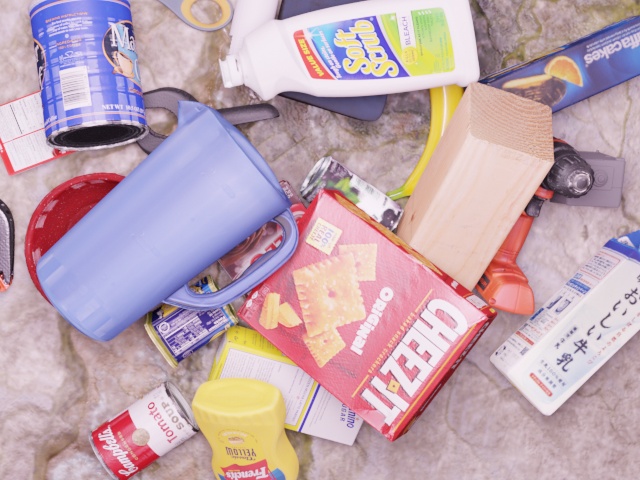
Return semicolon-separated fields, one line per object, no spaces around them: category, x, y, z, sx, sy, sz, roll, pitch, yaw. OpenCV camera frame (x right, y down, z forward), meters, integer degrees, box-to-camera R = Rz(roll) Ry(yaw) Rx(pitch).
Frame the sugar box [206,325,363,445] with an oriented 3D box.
sugar box;-0.033;0.160;1.178;0.176;0.048;0.093;16;118;-11

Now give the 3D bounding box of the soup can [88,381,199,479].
soup can;-0.192;0.209;1.166;0.102;0.068;0.068;-34;101;-2

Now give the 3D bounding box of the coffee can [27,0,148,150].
coffee can;-0.233;-0.171;1.072;0.102;0.103;0.140;-9;83;-6

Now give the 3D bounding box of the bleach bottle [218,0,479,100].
bleach bottle;0.026;-0.182;1.065;0.250;0.068;0.102;-12;102;-5

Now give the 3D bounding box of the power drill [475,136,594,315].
power drill;0.223;-0.020;1.134;0.057;0.184;0.188;14;105;-11

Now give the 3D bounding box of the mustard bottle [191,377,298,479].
mustard bottle;-0.074;0.236;1.166;0.096;0.058;0.191;0;128;15

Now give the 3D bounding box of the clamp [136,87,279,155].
clamp;-0.131;-0.122;1.140;0.171;0.039;0.120;30;92;-10

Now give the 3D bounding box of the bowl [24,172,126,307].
bowl;-0.230;0.006;1.139;0.162;0.055;0.162;-1;98;-7

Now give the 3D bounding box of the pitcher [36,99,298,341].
pitcher;-0.150;-0.005;1.054;0.243;0.149;0.145;-40;143;4

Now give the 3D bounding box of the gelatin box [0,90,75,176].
gelatin box;-0.299;-0.117;1.126;0.089;0.030;0.073;-21;99;-4

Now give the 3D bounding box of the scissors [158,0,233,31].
scissors;-0.180;-0.250;1.128;0.201;0.016;0.096;-20;100;-3

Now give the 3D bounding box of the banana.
banana;0.125;-0.133;1.170;0.069;0.037;0.198;10;97;-8

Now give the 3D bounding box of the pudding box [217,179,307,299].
pudding box;-0.058;0.001;1.166;0.113;0.039;0.090;-36;102;0

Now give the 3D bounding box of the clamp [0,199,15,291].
clamp;-0.397;-0.033;1.123;0.164;0.036;0.210;-24;100;-3

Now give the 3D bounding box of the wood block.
wood block;0.154;-0.049;1.103;0.090;0.090;0.206;17;135;-8

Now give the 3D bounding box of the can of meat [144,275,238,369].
can of meat;-0.137;0.083;1.139;0.084;0.102;0.057;-34;100;-3

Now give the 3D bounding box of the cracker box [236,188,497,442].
cracker box;0.044;0.074;1.088;0.214;0.072;0.164;38;102;15
